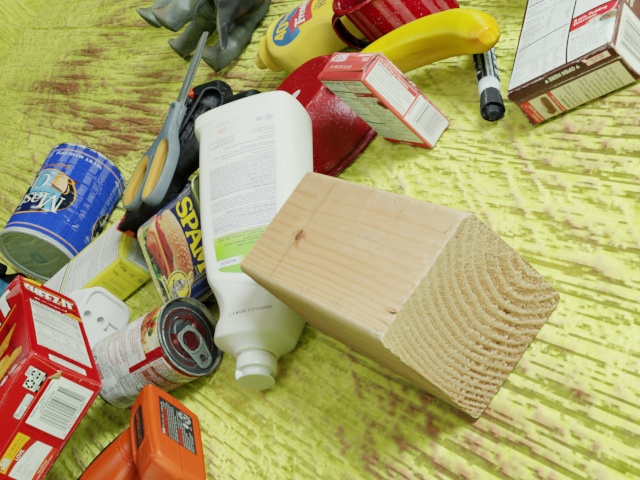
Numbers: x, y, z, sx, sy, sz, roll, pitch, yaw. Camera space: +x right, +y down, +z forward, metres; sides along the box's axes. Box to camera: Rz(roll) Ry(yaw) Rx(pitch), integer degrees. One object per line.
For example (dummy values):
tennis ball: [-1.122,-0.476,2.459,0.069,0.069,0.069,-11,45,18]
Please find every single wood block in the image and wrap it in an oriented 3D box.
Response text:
wood block: [0.041,0.026,0.687,0.091,0.090,0.206,-54,27,-7]

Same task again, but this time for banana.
banana: [0.087,-0.156,0.867,0.198,0.037,0.069,-9,37,54]

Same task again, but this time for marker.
marker: [0.130,-0.130,0.833,0.020,0.020,0.121,-35,30,27]

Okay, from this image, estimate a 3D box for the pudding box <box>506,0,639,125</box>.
pudding box: [0.183,-0.144,0.749,0.090,0.039,0.113,-23,35,42]

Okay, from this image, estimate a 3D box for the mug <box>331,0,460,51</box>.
mug: [0.062,-0.206,0.963,0.117,0.081,0.093,-25,35,38]

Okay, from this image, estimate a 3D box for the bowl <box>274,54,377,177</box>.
bowl: [-0.006,-0.118,0.985,0.162,0.055,0.162,-37,30,25]

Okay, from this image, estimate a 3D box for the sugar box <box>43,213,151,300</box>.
sugar box: [-0.248,0.048,1.150,0.176,0.048,0.093,-39,28,27]

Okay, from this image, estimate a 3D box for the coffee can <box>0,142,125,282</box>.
coffee can: [-0.310,-0.032,1.284,0.103,0.102,0.140,-20,39,45]

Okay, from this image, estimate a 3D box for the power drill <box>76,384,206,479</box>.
power drill: [-0.168,0.211,0.801,0.188,0.057,0.184,-43,28,12]

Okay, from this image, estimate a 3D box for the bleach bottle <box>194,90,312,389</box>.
bleach bottle: [-0.056,0.001,0.854,0.103,0.068,0.251,-16,54,23]

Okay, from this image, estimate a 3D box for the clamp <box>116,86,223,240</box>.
clamp: [-0.145,-0.074,1.055,0.172,0.039,0.120,-44,18,31]

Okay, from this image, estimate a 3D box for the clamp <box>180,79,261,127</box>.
clamp: [-0.141,-0.127,1.221,0.164,0.036,0.210,-47,25,5]

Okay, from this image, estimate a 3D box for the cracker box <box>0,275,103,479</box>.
cracker box: [-0.268,0.139,0.913,0.164,0.072,0.214,-58,24,3]

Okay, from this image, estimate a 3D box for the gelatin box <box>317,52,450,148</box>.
gelatin box: [0.050,-0.114,0.853,0.030,0.089,0.073,-54,27,-9]

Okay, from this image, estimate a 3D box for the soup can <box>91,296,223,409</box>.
soup can: [-0.140,0.096,0.896,0.102,0.068,0.068,-29,33,37]

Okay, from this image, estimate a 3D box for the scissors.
scissors: [-0.150,-0.108,1.028,0.096,0.016,0.201,-36,36,42]

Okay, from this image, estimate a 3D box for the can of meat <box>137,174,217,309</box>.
can of meat: [-0.107,0.007,0.939,0.084,0.057,0.102,-36,66,31]

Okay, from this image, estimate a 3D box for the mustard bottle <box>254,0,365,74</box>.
mustard bottle: [-0.001,-0.222,1.110,0.192,0.058,0.096,-22,36,43]
